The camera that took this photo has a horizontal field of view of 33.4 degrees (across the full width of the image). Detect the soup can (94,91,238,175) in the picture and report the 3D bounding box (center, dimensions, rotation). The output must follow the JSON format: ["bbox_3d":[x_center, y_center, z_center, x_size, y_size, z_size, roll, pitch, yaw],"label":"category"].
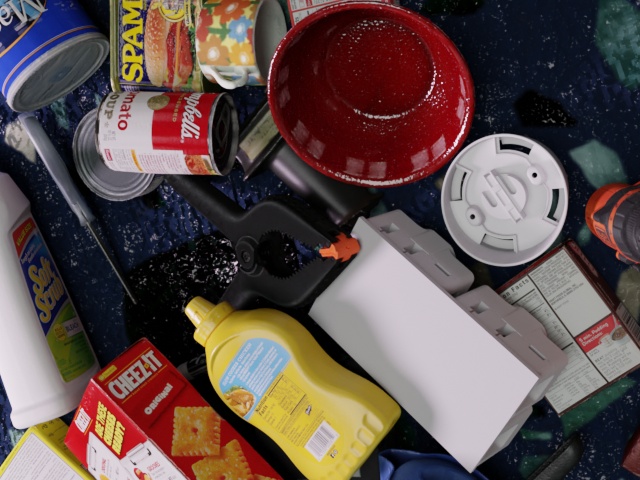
[{"bbox_3d":[-0.126,-0.089,0.883,0.102,0.068,0.068,3,102,14],"label":"soup can"}]

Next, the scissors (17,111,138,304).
[{"bbox_3d":[-0.218,-0.034,0.959,0.016,0.096,0.202,-31,86,-11],"label":"scissors"}]

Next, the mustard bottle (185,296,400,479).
[{"bbox_3d":[-0.034,0.112,0.866,0.192,0.058,0.096,39,121,10],"label":"mustard bottle"}]

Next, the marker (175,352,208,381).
[{"bbox_3d":[-0.102,0.111,0.974,0.121,0.020,0.020,-26,91,23],"label":"marker"}]

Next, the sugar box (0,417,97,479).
[{"bbox_3d":[-0.229,0.259,1.037,0.176,0.048,0.093,40,111,5],"label":"sugar box"}]

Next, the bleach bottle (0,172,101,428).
[{"bbox_3d":[-0.281,0.038,0.981,0.068,0.102,0.251,-20,94,17],"label":"bleach bottle"}]

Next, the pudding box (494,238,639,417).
[{"bbox_3d":[0.193,0.069,0.846,0.090,0.039,0.113,-38,83,25],"label":"pudding box"}]

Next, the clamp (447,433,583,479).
[{"bbox_3d":[0.157,0.221,0.888,0.120,0.039,0.171,4,107,28],"label":"clamp"}]

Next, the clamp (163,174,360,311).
[{"bbox_3d":[-0.056,0.001,0.894,0.210,0.036,0.164,-13,94,46],"label":"clamp"}]

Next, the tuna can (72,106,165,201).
[{"bbox_3d":[-0.176,-0.080,0.956,0.086,0.033,0.086,4,102,20],"label":"tuna can"}]

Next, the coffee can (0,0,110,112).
[{"bbox_3d":[-0.266,-0.198,0.930,0.103,0.102,0.140,-38,86,22],"label":"coffee can"}]

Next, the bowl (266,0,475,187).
[{"bbox_3d":[0.042,-0.123,0.837,0.162,0.055,0.162,7,127,9],"label":"bowl"}]

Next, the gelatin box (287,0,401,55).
[{"bbox_3d":[0.018,-0.192,0.865,0.089,0.030,0.073,-9,99,21],"label":"gelatin box"}]

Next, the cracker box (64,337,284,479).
[{"bbox_3d":[-0.119,0.207,0.937,0.214,0.072,0.164,45,145,7],"label":"cracker box"}]

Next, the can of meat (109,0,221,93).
[{"bbox_3d":[-0.129,-0.171,0.910,0.084,0.057,0.102,6,103,16],"label":"can of meat"}]
